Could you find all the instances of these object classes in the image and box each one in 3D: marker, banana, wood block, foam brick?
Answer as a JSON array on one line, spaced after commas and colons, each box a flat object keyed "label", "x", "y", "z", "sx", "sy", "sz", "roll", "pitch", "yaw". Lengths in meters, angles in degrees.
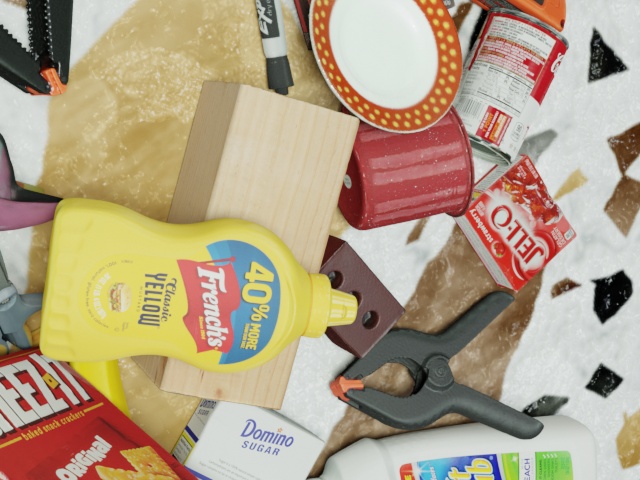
[{"label": "marker", "x": -0.036, "y": -0.163, "z": 0.758, "sx": 0.020, "sy": 0.020, "sz": 0.121, "roll": -14, "pitch": 104, "yaw": -21}, {"label": "banana", "x": -0.130, "y": 0.141, "z": 0.738, "sx": 0.070, "sy": 0.037, "sz": 0.198, "roll": -34, "pitch": 84, "yaw": 12}, {"label": "wood block", "x": -0.054, "y": 0.001, "z": 0.740, "sx": 0.090, "sy": 0.091, "sz": 0.206, "roll": 13, "pitch": 93, "yaw": -25}, {"label": "foam brick", "x": 0.014, "y": 0.040, "z": 0.798, "sx": 0.053, "sy": 0.051, "sz": 0.078, "roll": -47, "pitch": 113, "yaw": -10}]

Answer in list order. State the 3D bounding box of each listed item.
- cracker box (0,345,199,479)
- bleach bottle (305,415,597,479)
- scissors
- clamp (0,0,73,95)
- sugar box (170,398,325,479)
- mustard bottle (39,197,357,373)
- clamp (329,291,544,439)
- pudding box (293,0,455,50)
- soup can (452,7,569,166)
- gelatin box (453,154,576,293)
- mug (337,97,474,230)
[{"label": "cracker box", "x": -0.141, "y": 0.160, "z": 0.636, "sx": 0.214, "sy": 0.164, "sz": 0.072, "roll": 40, "pitch": 100, "yaw": 9}, {"label": "bleach bottle", "x": 0.100, "y": 0.202, "z": 0.859, "sx": 0.250, "sy": 0.068, "sz": 0.102, "roll": -3, "pitch": 99, "yaw": -21}, {"label": "scissors", "x": -0.205, "y": 0.047, "z": 0.641, "sx": 0.096, "sy": 0.202, "sz": 0.016, "roll": -40, "pitch": 75, "yaw": -8}, {"label": "clamp", "x": -0.202, "y": -0.191, "z": 0.659, "sx": 0.164, "sy": 0.036, "sz": 0.210, "roll": -46, "pitch": 126, "yaw": -31}, {"label": "sugar box", "x": -0.081, "y": 0.202, "z": 0.789, "sx": 0.093, "sy": 0.048, "sz": 0.176, "roll": 32, "pitch": 83, "yaw": -22}, {"label": "mustard bottle", "x": -0.071, "y": 0.033, "z": 0.656, "sx": 0.191, "sy": 0.058, "sz": 0.096, "roll": 7, "pitch": 102, "yaw": -15}, {"label": "clamp", "x": 0.096, "y": 0.114, "z": 0.837, "sx": 0.171, "sy": 0.039, "sz": 0.120, "roll": -15, "pitch": 71, "yaw": -17}, {"label": "pudding box", "x": 0.032, "y": -0.195, "z": 0.771, "sx": 0.113, "sy": 0.039, "sz": 0.090, "roll": -23, "pitch": 108, "yaw": -18}, {"label": "soup can", "x": 0.137, "y": -0.116, "z": 0.815, "sx": 0.068, "sy": 0.069, "sz": 0.102, "roll": 26, "pitch": 89, "yaw": -25}, {"label": "gelatin box", "x": 0.156, "y": -0.014, "z": 0.862, "sx": 0.073, "sy": 0.030, "sz": 0.089, "roll": -41, "pitch": 112, "yaw": -12}, {"label": "mug", "x": 0.052, "y": -0.065, "z": 0.783, "sx": 0.081, "sy": 0.093, "sz": 0.117, "roll": -13, "pitch": 73, "yaw": -16}]
